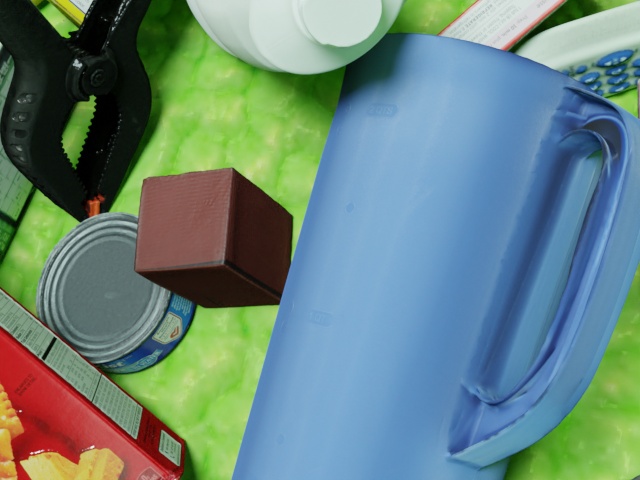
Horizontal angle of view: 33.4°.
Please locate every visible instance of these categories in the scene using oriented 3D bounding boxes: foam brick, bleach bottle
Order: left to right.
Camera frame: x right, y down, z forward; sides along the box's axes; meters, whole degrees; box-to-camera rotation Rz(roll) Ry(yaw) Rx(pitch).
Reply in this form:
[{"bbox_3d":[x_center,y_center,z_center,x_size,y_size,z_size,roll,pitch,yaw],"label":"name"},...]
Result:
[{"bbox_3d":[-0.054,0.001,0.553,0.053,0.078,0.051,-4,71,21],"label":"foam brick"},{"bbox_3d":[-0.013,-0.116,0.499,0.102,0.068,0.251,-38,18,6],"label":"bleach bottle"}]

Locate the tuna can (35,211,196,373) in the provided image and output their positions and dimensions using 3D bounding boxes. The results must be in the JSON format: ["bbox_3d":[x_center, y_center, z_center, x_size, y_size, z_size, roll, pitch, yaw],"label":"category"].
[{"bbox_3d":[-0.112,0.030,0.591,0.086,0.033,0.086,-8,69,20],"label":"tuna can"}]

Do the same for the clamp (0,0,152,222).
[{"bbox_3d":[-0.137,-0.095,0.566,0.036,0.164,0.210,34,127,30],"label":"clamp"}]

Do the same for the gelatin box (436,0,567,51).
[{"bbox_3d":[0.095,-0.115,0.533,0.089,0.073,0.030,-41,91,5],"label":"gelatin box"}]

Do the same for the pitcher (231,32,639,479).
[{"bbox_3d":[0.046,0.042,0.465,0.145,0.149,0.243,17,81,10],"label":"pitcher"}]

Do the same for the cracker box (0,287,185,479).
[{"bbox_3d":[-0.198,0.101,0.517,0.213,0.072,0.164,42,91,-11],"label":"cracker box"}]
